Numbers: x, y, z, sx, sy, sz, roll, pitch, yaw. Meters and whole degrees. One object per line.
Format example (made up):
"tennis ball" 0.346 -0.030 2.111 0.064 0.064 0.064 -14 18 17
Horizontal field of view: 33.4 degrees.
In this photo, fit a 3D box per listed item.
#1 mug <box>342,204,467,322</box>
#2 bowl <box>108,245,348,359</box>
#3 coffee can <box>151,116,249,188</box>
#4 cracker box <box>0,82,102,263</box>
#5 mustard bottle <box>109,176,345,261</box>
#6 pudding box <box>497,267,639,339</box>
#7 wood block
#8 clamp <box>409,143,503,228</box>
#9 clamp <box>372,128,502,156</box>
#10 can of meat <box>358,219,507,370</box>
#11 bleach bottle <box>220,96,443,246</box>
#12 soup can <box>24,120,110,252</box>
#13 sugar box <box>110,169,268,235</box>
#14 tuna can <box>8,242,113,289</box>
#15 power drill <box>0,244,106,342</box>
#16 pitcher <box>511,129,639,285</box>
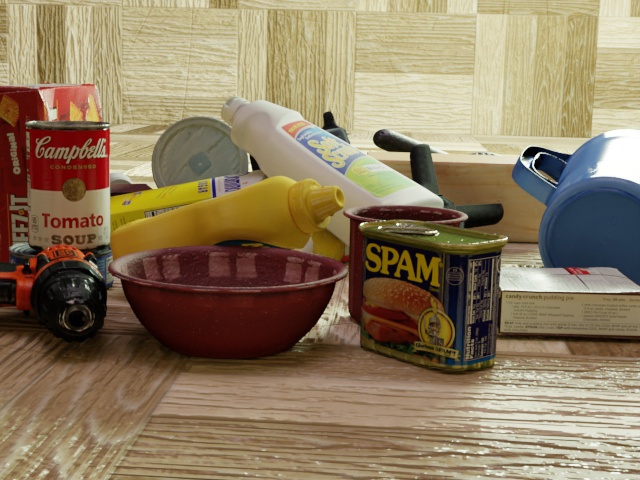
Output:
"mug" 0.065 0.017 0.813 0.093 0.081 0.117 3 10 12
"bowl" -0.062 0.042 0.725 0.162 0.055 0.162 1 9 0
"coffee can" -0.132 -0.075 1.188 0.102 0.103 0.140 1 -4 -4
"cracker box" -0.268 -0.070 1.038 0.072 0.164 0.213 0 9 2
"mustard bottle" -0.066 -0.009 0.842 0.192 0.058 0.096 -17 -15 29
"pudding box" 0.180 0.046 0.797 0.113 0.039 0.090 0 10 1
"wood block" 0.154 -0.050 1.206 0.206 0.090 0.091 2 10 0
"clamp" 0.128 -0.024 1.090 0.120 0.039 0.171 29 41 -2
"clamp" 0.177 -0.073 1.315 0.210 0.036 0.164 10 -25 19
"can of meat" 0.071 0.034 0.705 0.057 0.084 0.102 -7 13 -40
"bleach bottle" -0.008 -0.070 1.022 0.251 0.068 0.102 36 32 29
"soup can" -0.205 -0.045 0.870 0.068 0.102 0.068 2 9 0
"sugar box" -0.135 -0.030 1.051 0.176 0.048 0.093 -12 15 10
"tuna can" -0.215 0.022 0.890 0.086 0.034 0.086 2 10 0
"power drill" -0.242 0.037 0.733 0.187 0.057 0.185 2 5 -16
"pitcher" 0.256 -0.026 0.964 0.149 0.145 0.242 -17 5 22
